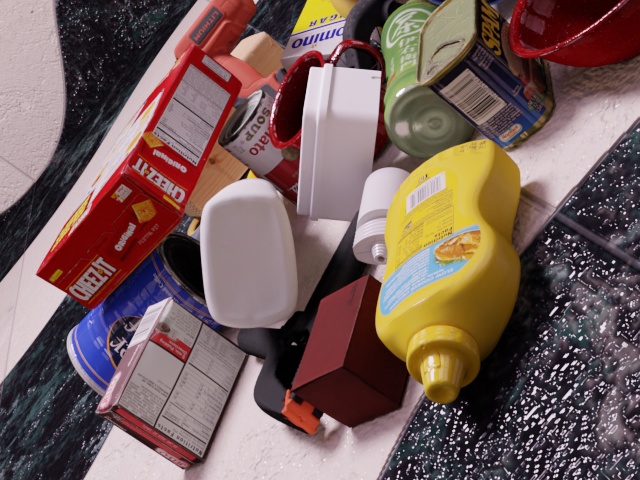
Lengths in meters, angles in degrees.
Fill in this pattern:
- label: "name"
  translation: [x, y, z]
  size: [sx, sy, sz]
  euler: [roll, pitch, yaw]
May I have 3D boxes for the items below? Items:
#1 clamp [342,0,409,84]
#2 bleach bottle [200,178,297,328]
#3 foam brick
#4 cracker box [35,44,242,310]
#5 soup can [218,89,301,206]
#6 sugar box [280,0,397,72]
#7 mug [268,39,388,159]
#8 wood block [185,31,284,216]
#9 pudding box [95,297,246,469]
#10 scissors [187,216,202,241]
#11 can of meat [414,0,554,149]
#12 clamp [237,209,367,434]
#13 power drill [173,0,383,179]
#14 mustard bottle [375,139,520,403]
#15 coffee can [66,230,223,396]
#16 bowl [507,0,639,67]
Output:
- label: "clamp"
  translation: [0.061, -0.226, 1.021]
  size: [0.171, 0.120, 0.039]
  euler: [-62, 15, -13]
- label: "bleach bottle"
  translation: [-0.056, 0.001, 0.882]
  size: [0.251, 0.068, 0.102]
  euler: [-110, 15, -84]
- label: "foam brick"
  translation: [0.025, 0.072, 0.689]
  size: [0.053, 0.051, 0.078]
  euler: [-31, 29, 44]
- label: "cracker box"
  translation: [-0.163, -0.060, 0.994]
  size: [0.164, 0.072, 0.213]
  euler: [-42, 20, 37]
- label: "soup can"
  translation: [-0.038, -0.087, 1.020]
  size: [0.069, 0.102, 0.068]
  euler: [-44, 21, 22]
- label: "sugar box"
  translation: [0.026, -0.242, 1.170]
  size: [0.093, 0.048, 0.176]
  euler: [-3, 43, 24]
- label: "mug"
  translation: [0.017, -0.123, 0.955]
  size: [0.117, 0.081, 0.093]
  euler: [-63, 28, 14]
- label: "wood block"
  translation: [-0.111, -0.135, 1.253]
  size: [0.206, 0.090, 0.090]
  euler: [-51, 19, -12]
- label: "pudding box"
  translation: [-0.119, 0.116, 0.874]
  size: [0.039, 0.090, 0.113]
  euler: [-27, 31, 47]
- label: "scissors"
  translation: [-0.139, 0.009, 1.205]
  size: [0.096, 0.016, 0.202]
  euler: [-54, 20, -3]
- label: "can of meat"
  translation: [0.118, -0.123, 0.764]
  size: [0.058, 0.084, 0.102]
  euler: [-40, 23, 31]
- label: "clamp"
  translation: [-0.017, 0.077, 0.794]
  size: [0.165, 0.036, 0.210]
  euler: [-44, 18, 26]
- label: "power drill"
  translation: [-0.047, -0.177, 1.092]
  size: [0.184, 0.188, 0.057]
  euler: [-47, -18, 14]
- label: "mustard bottle"
  translation: [0.077, 0.023, 0.647]
  size: [0.096, 0.058, 0.191]
  euler: [-34, 27, 30]
- label: "coffee can"
  translation: [-0.156, 0.075, 1.005]
  size: [0.140, 0.102, 0.103]
  euler: [-45, 21, 18]
- label: "bowl"
  translation: [0.200, -0.169, 0.702]
  size: [0.162, 0.055, 0.162]
  euler: [-44, 22, 22]
